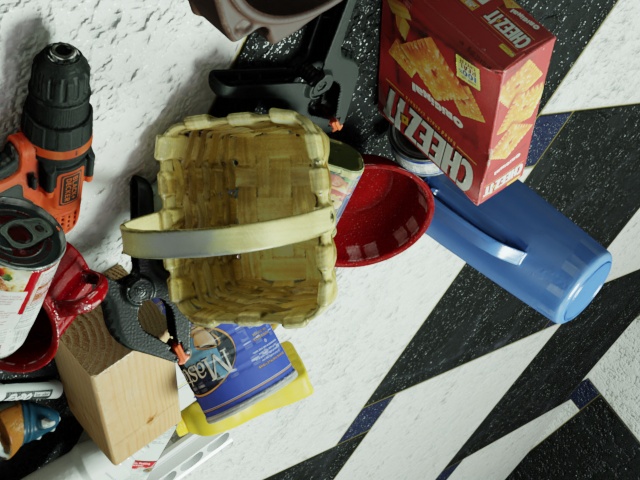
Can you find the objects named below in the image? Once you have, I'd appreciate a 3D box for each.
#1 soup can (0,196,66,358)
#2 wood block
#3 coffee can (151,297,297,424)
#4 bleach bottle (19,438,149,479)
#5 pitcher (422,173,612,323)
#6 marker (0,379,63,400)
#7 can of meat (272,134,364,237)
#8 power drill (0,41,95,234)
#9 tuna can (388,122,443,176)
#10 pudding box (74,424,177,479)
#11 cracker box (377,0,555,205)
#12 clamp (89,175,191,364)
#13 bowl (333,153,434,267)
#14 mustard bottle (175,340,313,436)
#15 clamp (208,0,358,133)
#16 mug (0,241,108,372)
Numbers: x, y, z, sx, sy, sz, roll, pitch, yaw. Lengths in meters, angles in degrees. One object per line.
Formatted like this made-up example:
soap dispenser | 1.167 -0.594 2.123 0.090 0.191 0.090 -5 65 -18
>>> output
soup can | -0.226 0.028 0.749 0.068 0.068 0.102 -16 147 -46
wood block | -0.203 0.129 1.063 0.090 0.090 0.206 -33 154 -24
coffee can | -0.100 0.098 1.069 0.103 0.140 0.103 -28 180 0
bleach bottle | -0.296 0.286 1.159 0.251 0.068 0.102 -33 152 -3
pitcher | 0.230 -0.007 1.322 0.149 0.243 0.145 -40 153 -22
marker | -0.296 0.145 1.030 0.020 0.020 0.121 -50 155 15
can of meat | -0.017 -0.058 1.043 0.102 0.057 0.084 14 125 -17
power drill | -0.244 -0.044 0.751 0.187 0.057 0.185 -27 151 -33
tuna can | 0.117 -0.115 1.163 0.086 0.086 0.033 -40 154 -7
pudding box | -0.225 0.229 1.217 0.089 0.039 0.114 12 124 -29
cracker box | 0.129 -0.156 1.017 0.072 0.164 0.214 -33 154 -18
clamp | -0.159 0.031 0.937 0.120 0.039 0.171 -42 116 -7
bowl | 0.039 -0.042 1.151 0.162 0.055 0.162 -6 139 -5
mustard bottle | -0.109 0.190 1.297 0.191 0.096 0.058 -23 118 -7
clamp | -0.004 -0.158 0.962 0.164 0.036 0.209 -44 158 2
mug | -0.224 0.043 0.848 0.081 0.117 0.093 -64 141 -58
